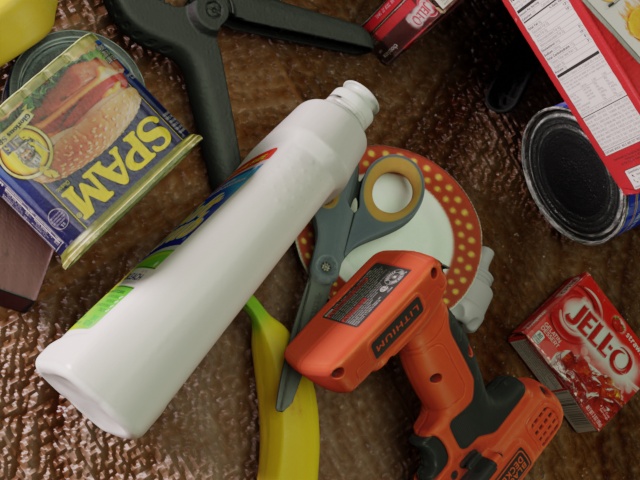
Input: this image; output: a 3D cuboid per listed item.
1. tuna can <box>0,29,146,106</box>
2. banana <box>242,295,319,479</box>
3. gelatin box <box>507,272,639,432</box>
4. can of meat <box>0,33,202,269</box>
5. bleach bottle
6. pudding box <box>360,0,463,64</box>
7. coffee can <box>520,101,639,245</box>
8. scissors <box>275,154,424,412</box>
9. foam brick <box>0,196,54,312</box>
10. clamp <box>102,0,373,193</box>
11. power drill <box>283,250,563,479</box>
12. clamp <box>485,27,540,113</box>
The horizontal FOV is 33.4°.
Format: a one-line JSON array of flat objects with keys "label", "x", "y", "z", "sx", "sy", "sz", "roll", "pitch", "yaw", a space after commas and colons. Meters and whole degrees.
[{"label": "tuna can", "x": -0.150, "y": -0.084, "z": 0.654, "sx": 0.086, "sy": 0.034, "sz": 0.086, "roll": 5, "pitch": 77, "yaw": -21}, {"label": "banana", "x": -0.030, "y": 0.131, "z": 0.640, "sx": 0.069, "sy": 0.037, "sz": 0.198, "roll": 18, "pitch": 60, "yaw": -37}, {"label": "gelatin box", "x": 0.186, "y": 0.079, "z": 0.754, "sx": 0.073, "sy": 0.030, "sz": 0.089, "roll": -39, "pitch": 95, "yaw": -24}, {"label": "can of meat", "x": -0.130, "y": -0.050, "z": 0.582, "sx": 0.084, "sy": 0.058, "sz": 0.102, "roll": 46, "pitch": 68, "yaw": -7}, {"label": "bleach bottle", "x": -0.054, "y": 0.001, "z": 0.630, "sx": 0.068, "sy": 0.103, "sz": 0.250, "roll": 45, "pitch": 69, "yaw": -13}, {"label": "pudding box", "x": 0.088, "y": -0.180, "z": 0.737, "sx": 0.039, "sy": 0.090, "sz": 0.113, "roll": 47, "pitch": 66, "yaw": -6}, {"label": "coffee can", "x": 0.231, "y": -0.069, "z": 0.764, "sx": 0.140, "sy": 0.103, "sz": 0.103, "roll": -24, "pitch": 88, "yaw": -24}, {"label": "scissors", "x": 0.021, "y": 0.014, "z": 0.677, "sx": 0.096, "sy": 0.016, "sz": 0.201, "roll": 7, "pitch": 65, "yaw": -13}, {"label": "foam brick", "x": -0.179, "y": -0.004, "z": 0.615, "sx": 0.051, "sy": 0.053, "sz": 0.078, "roll": 21, "pitch": 72, "yaw": -17}, {"label": "clamp", "x": -0.076, "y": -0.132, "z": 0.680, "sx": 0.209, "sy": 0.036, "sz": 0.164, "roll": 39, "pitch": 68, "yaw": -22}, {"label": "power drill", "x": 0.057, "y": 0.114, "z": 0.653, "sx": 0.184, "sy": 0.057, "sz": 0.187, "roll": -47, "pitch": 121, "yaw": -23}, {"label": "clamp", "x": 0.167, "y": -0.184, "z": 0.767, "sx": 0.039, "sy": 0.120, "sz": 0.171, "roll": 26, "pitch": 63, "yaw": 19}]
